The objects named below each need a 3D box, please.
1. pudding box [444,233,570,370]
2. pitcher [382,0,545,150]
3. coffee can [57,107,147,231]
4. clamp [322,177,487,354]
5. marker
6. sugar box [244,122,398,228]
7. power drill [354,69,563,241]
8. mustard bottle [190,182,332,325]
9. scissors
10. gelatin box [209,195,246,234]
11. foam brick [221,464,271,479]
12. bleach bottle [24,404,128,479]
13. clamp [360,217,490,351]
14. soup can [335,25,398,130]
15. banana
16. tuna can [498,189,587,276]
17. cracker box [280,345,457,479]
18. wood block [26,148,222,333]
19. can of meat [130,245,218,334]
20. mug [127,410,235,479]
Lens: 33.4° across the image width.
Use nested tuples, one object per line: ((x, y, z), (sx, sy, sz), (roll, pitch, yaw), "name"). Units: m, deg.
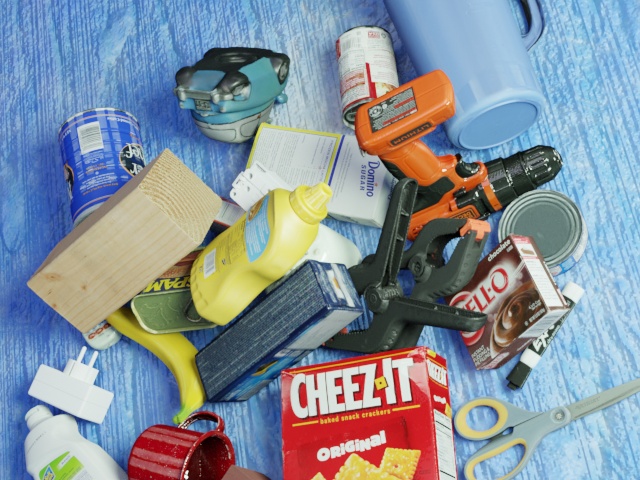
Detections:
((0.180, 0.061, 1.045), (0.114, 0.039, 0.090), (-47, 54, 37), "pudding box")
((0.160, -0.225, 1.152), (0.149, 0.144, 0.243), (-30, 63, 25), "pitcher")
((-0.258, -0.075, 1.296), (0.103, 0.102, 0.140), (-24, 62, 15), "coffee can")
((0.064, 0.045, 1.075), (0.210, 0.036, 0.164), (-34, 71, 45), "clamp")
((0.220, 0.095, 1.051), (0.020, 0.020, 0.121), (31, 86, 31), "marker")
((0.001, -0.074, 1.205), (0.176, 0.048, 0.093), (13, 81, 26), "sugar box")
((0.132, -0.084, 1.067), (0.185, 0.187, 0.057), (-26, 46, 17), "power drill")
((-0.057, 0.002, 1.095), (0.192, 0.058, 0.096), (-40, 34, 32), "mustard bottle")
((0.214, 0.160, 1.030), (0.202, 0.016, 0.096), (-39, 59, 7), "scissors")
((-0.106, -0.025, 1.221), (0.089, 0.073, 0.030), (21, 79, 31), "gelatin box")
((-0.071, 0.268, 1.087), (0.051, 0.078, 0.053), (33, 86, 30), "foam brick")
((-0.256, 0.273, 1.183), (0.102, 0.068, 0.251), (-46, 56, 4), "bleach bottle")
((0.109, 0.040, 1.083), (0.172, 0.039, 0.120), (-37, 64, 45), "clamp")
((0.054, -0.184, 1.211), (0.069, 0.068, 0.102), (-14, 65, 20), "soup can")
((-0.175, 0.128, 1.201), (0.198, 0.069, 0.037), (44, 126, 41), "banana")
((0.226, -0.006, 1.079), (0.086, 0.033, 0.086), (-9, 67, 22), "tuna can")
((0.047, 0.223, 1.051), (0.164, 0.072, 0.213), (-12, 65, 22), "cracker box")
((-0.216, 0.004, 1.179), (0.206, 0.090, 0.090), (-36, 18, 31), "wood block")
((-0.150, 0.054, 1.203), (0.102, 0.057, 0.084), (-8, 35, 22), "can of meat")
((-0.145, 0.231, 1.135), (0.082, 0.093, 0.117), (5, 54, 32), "mug")
